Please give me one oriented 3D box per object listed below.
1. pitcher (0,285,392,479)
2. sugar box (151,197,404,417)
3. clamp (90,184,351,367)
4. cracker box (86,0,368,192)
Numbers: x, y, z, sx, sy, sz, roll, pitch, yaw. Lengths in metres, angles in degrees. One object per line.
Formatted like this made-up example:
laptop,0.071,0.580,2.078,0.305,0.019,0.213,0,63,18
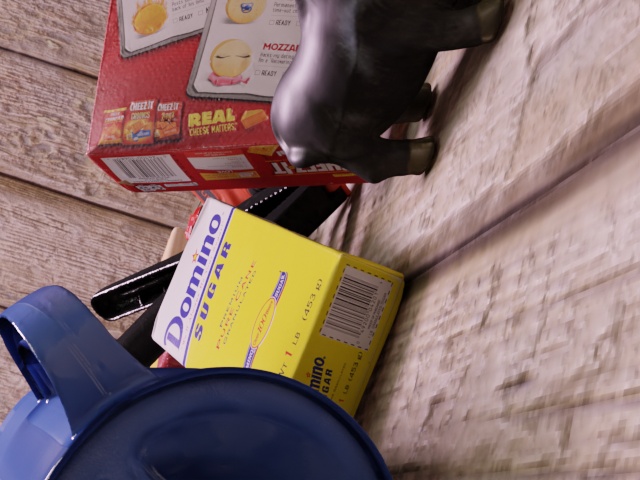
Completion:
pitcher,-0.079,0.104,0.447,0.243,0.144,0.149,173,109,-67
sugar box,-0.031,0.037,0.558,0.176,0.048,0.093,21,88,59
clamp,-0.073,0.022,0.690,0.210,0.036,0.164,-33,20,9
cracker box,-0.044,-0.138,0.662,0.072,0.164,0.213,52,-141,-62
